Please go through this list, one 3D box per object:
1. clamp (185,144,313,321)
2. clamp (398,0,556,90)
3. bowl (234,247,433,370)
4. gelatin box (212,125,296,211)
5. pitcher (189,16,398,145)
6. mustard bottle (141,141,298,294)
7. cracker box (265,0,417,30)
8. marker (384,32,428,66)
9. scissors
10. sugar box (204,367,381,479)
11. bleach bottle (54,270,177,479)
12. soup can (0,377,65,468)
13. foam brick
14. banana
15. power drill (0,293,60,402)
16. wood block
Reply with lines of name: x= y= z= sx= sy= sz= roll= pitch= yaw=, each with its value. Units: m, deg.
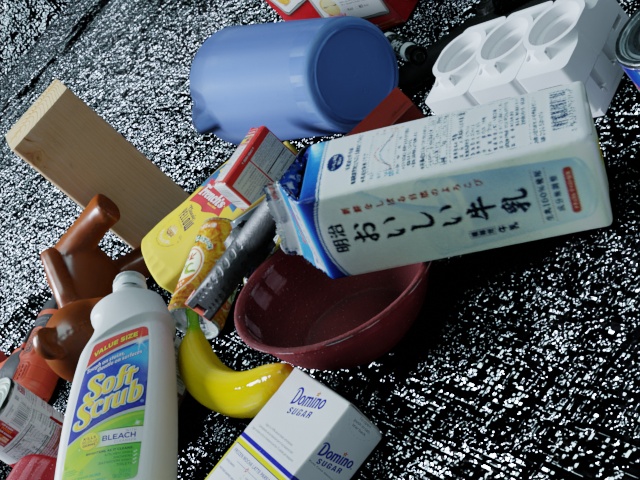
clamp: x=-0.056 y=0.001 z=0.858 sx=0.171 sy=0.039 sz=0.120 roll=-55 pitch=-3 yaw=15
clamp: x=0.156 y=-0.201 z=0.979 sx=0.164 sy=0.036 sz=0.210 roll=-52 pitch=23 yaw=-6
bowl: x=0.019 y=0.046 z=0.797 sx=0.162 sy=0.055 sz=0.162 roll=-21 pitch=31 yaw=13
gelatin box: x=-0.049 y=-0.054 z=1.022 sx=0.030 sy=0.089 sz=0.073 roll=-3 pitch=50 yaw=56
pitcher: x=-0.021 y=-0.171 z=1.095 sx=0.243 sy=0.144 sz=0.149 roll=9 pitch=89 yaw=59
mustard bottle: x=-0.097 y=-0.032 z=1.098 sx=0.192 sy=0.058 sz=0.096 roll=-42 pitch=36 yaw=9
cracker box: x=-0.011 y=-0.320 z=1.190 sx=0.164 sy=0.213 sz=0.072 roll=-7 pitch=47 yaw=53
marker: x=0.080 y=-0.184 z=1.024 sx=0.020 sy=0.020 sz=0.121 roll=-45 pitch=19 yaw=5
scissors: x=-0.001 y=-0.068 z=0.981 sx=0.201 sy=0.016 sz=0.096 roll=-40 pitch=12 yaw=-30
sugar box: x=-0.041 y=0.179 z=0.742 sx=0.176 sy=0.048 sz=0.093 roll=-48 pitch=26 yaw=-9
bleach bottle: x=-0.171 y=0.132 z=0.897 sx=0.102 sy=0.068 sz=0.251 roll=-14 pitch=48 yaw=8
soup can: x=-0.278 y=0.186 z=1.020 sx=0.069 sy=0.102 sz=0.068 roll=-35 pitch=29 yaw=23
foam brick: x=0.063 y=-0.086 z=0.942 sx=0.078 sy=0.051 sz=0.053 roll=-43 pitch=27 yaw=8
banana: x=-0.078 y=0.110 z=0.876 sx=0.198 sy=0.037 sz=0.069 roll=20 pitch=112 yaw=57
power drill: x=-0.354 y=0.131 z=1.258 sx=0.188 sy=0.057 sz=0.184 roll=-26 pitch=33 yaw=36
wood block: x=-0.246 y=-0.077 z=1.216 sx=0.091 sy=0.206 sz=0.090 roll=-49 pitch=26 yaw=-2
